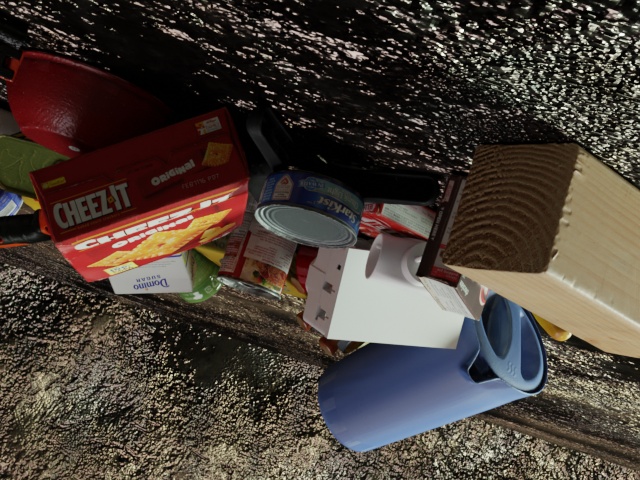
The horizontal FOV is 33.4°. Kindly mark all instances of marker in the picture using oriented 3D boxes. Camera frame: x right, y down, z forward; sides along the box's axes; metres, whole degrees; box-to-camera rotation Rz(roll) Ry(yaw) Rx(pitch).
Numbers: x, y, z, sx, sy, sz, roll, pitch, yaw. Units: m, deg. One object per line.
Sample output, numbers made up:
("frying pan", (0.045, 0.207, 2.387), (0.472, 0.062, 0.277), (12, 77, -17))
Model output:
("marker", (-0.268, -0.171, 0.779), (0.121, 0.020, 0.020), (25, 167, -31))

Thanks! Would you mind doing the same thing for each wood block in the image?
("wood block", (0.194, 0.014, 0.760), (0.205, 0.091, 0.090), (27, 166, -38))

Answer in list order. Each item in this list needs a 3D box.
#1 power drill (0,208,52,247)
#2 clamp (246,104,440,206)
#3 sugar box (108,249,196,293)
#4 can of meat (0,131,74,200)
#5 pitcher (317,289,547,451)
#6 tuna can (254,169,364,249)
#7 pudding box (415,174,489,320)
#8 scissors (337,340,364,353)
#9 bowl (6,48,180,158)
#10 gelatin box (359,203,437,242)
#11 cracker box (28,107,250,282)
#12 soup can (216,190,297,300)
("power drill", (-0.334, -0.009, 1.234), (0.188, 0.057, 0.184), (-9, 170, 7))
("clamp", (-0.001, -0.050, 0.905), (0.164, 0.036, 0.210), (21, 165, -10))
("sugar box", (-0.194, -0.013, 1.137), (0.093, 0.048, 0.176), (-1, 141, 6))
("can of meat", (-0.249, -0.078, 1.026), (0.102, 0.057, 0.083), (14, -155, 22))
("pitcher", (0.121, 0.142, 1.180), (0.243, 0.145, 0.149), (-30, 142, 34))
("tuna can", (-0.008, -0.025, 0.865), (0.086, 0.033, 0.086), (14, 162, 5))
("pudding box", (0.116, 0.007, 0.853), (0.039, 0.090, 0.113), (14, 168, 23))
("scissors", (0.095, 0.066, 1.184), (0.096, 0.016, 0.202), (-10, 153, -51))
("bowl", (-0.205, -0.104, 0.919), (0.162, 0.055, 0.162), (17, 170, 3))
("gelatin box", (0.064, -0.019, 0.966), (0.089, 0.030, 0.073), (24, 167, -33))
("cracker box", (-0.148, -0.032, 0.927), (0.164, 0.072, 0.214), (-20, 174, -9))
("soup can", (-0.057, 0.001, 1.074), (0.068, 0.102, 0.068), (17, 169, 3))
